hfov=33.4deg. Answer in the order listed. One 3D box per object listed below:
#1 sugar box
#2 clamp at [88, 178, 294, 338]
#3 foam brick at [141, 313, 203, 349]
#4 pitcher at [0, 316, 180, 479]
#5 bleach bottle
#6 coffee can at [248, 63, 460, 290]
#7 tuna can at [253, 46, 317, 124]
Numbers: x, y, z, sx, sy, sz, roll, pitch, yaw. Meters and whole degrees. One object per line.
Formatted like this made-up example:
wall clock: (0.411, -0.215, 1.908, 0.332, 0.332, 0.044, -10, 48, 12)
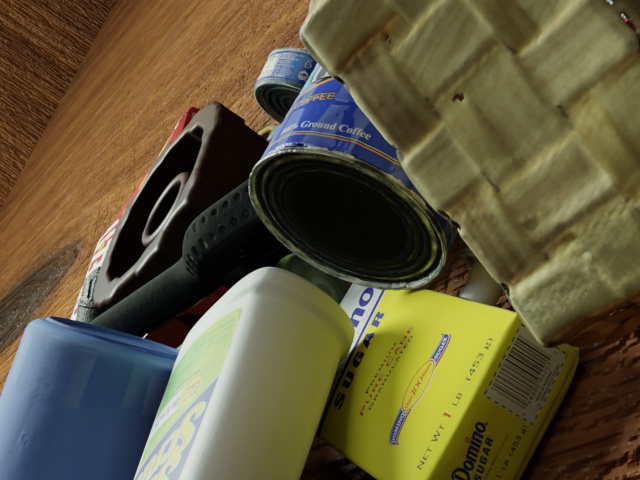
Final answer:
sugar box: (0.044, 0.071, 0.520, 0.093, 0.048, 0.176, -60, 22, -8)
clamp: (-0.047, 0.010, 0.673, 0.210, 0.164, 0.036, -45, 65, 42)
foam brick: (-0.121, 0.070, 0.887, 0.053, 0.051, 0.078, -49, 22, 19)
pitcher: (-0.136, 0.174, 0.596, 0.145, 0.149, 0.243, 180, 106, -75)
bleach bottle: (-0.053, 0.127, 0.467, 0.103, 0.068, 0.250, -43, 19, 36)
coffee can: (0.039, -0.061, 0.539, 0.103, 0.102, 0.140, -26, 31, 55)
tuna can: (-0.010, -0.117, 0.861, 0.086, 0.086, 0.033, -13, 49, 62)
